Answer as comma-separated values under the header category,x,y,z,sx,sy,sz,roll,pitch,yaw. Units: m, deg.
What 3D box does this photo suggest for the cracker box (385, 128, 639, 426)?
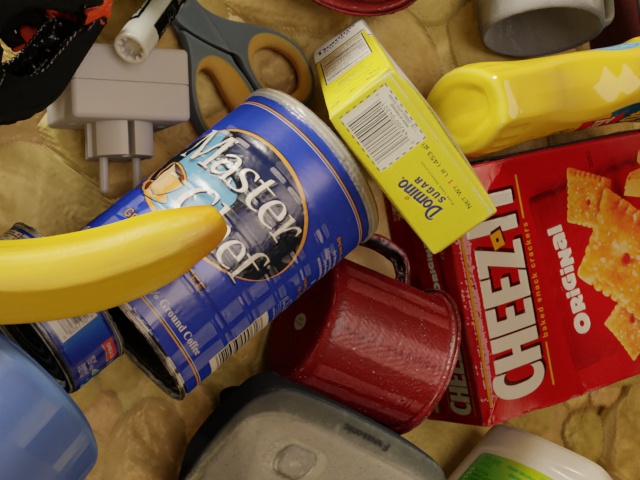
category,x,y,z,sx,sy,sz,roll,pitch,yaw
cracker box,0.160,0.018,0.721,0.213,0.072,0.164,-13,93,-30

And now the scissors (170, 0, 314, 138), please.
category,x,y,z,sx,sy,sz,roll,pitch,yaw
scissors,-0.067,-0.141,0.627,0.096,0.016,0.202,-28,101,-31

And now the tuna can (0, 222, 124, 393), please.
category,x,y,z,sx,sy,sz,roll,pitch,yaw
tuna can,-0.139,0.035,0.533,0.033,0.086,0.086,-41,107,-25

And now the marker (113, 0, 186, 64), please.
category,x,y,z,sx,sy,sz,roll,pitch,yaw
marker,-0.079,-0.138,0.582,0.020,0.020,0.121,44,44,-21

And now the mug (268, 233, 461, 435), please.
category,x,y,z,sx,sy,sz,roll,pitch,yaw
mug,0.025,0.048,0.632,0.081,0.093,0.117,23,62,-23

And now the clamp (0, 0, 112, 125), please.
category,x,y,z,sx,sy,sz,roll,pitch,yaw
clamp,-0.168,-0.072,0.491,0.171,0.039,0.120,-26,136,-42

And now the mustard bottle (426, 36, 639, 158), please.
category,x,y,z,sx,sy,sz,roll,pitch,yaw
mustard bottle,0.173,-0.099,0.706,0.191,0.096,0.058,-13,90,-22

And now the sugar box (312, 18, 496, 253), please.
category,x,y,z,sx,sy,sz,roll,pitch,yaw
sugar box,0.040,-0.065,0.600,0.048,0.176,0.093,-36,107,7

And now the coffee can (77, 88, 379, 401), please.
category,x,y,z,sx,sy,sz,roll,pitch,yaw
coffee can,-0.054,0.001,0.566,0.140,0.103,0.103,-41,107,-18

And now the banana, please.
category,x,y,z,sx,sy,sz,roll,pitch,yaw
banana,-0.141,0.006,0.462,0.197,0.037,0.070,7,121,-21
